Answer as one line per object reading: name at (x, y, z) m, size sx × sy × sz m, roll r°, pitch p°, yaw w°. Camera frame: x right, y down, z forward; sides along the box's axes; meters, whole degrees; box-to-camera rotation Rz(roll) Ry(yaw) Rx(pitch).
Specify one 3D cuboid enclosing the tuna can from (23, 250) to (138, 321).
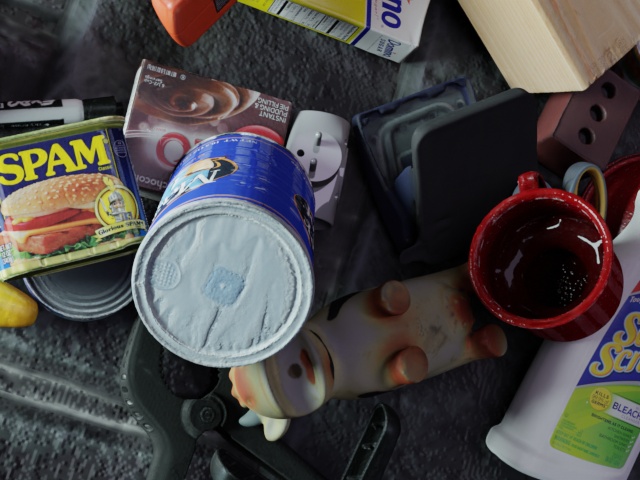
tuna can at (-0.159, 0.012, 0.720) m, size 0.086 × 0.034 × 0.086 m, roll 3°, pitch 80°, yaw -16°

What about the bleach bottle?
bleach bottle at (0.216, 0.055, 0.764) m, size 0.102 × 0.068 × 0.251 m, roll 22°, pitch 93°, yaw -18°

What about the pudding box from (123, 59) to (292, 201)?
pudding box at (-0.084, -0.067, 0.752) m, size 0.113 × 0.039 × 0.090 m, roll 14°, pitch 78°, yaw -13°

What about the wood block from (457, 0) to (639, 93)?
wood block at (0.146, -0.217, 0.779) m, size 0.090 × 0.091 × 0.206 m, roll -41°, pitch 110°, yaw -15°

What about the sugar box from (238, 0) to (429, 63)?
sugar box at (-0.002, -0.208, 0.798) m, size 0.176 × 0.048 × 0.093 m, roll 17°, pitch 76°, yaw -12°

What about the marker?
marker at (-0.196, -0.087, 0.734) m, size 0.121 × 0.020 × 0.020 m, roll -5°, pitch 82°, yaw -17°

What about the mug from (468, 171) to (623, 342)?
mug at (0.153, 0.010, 0.716) m, size 0.093 × 0.081 × 0.117 m, roll -18°, pitch 67°, yaw 20°

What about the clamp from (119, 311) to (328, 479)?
clamp at (-0.070, 0.122, 0.725) m, size 0.164 × 0.036 × 0.210 m, roll -7°, pitch 82°, yaw -24°

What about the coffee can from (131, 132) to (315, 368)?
coffee can at (-0.054, 0.001, 0.660) m, size 0.103 × 0.140 × 0.103 m, roll 0°, pitch 112°, yaw 0°

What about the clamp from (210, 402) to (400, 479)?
clamp at (0.012, 0.180, 0.693) m, size 0.120 × 0.039 × 0.171 m, roll -20°, pitch 122°, yaw 5°

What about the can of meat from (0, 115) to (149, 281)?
can of meat at (-0.164, -0.025, 0.677) m, size 0.102 × 0.057 × 0.084 m, roll -14°, pitch 87°, yaw -17°

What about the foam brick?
foam brick at (0.204, -0.093, 0.833) m, size 0.053 × 0.051 × 0.078 m, roll 31°, pitch 73°, yaw -9°
